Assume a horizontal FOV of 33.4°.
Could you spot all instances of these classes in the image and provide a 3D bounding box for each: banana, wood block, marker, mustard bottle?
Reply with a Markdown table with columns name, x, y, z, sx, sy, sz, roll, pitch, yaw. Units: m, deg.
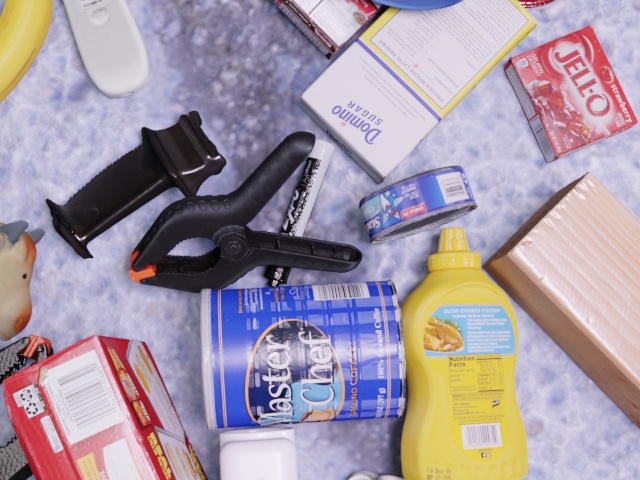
| name | x | y | z | sx | sy | sz | roll | pitch | yaw |
| --- | --- | --- | --- | --- | --- | --- | --- | --- | --- |
| banana | -0.261 | -0.142 | 0.827 | 0.069 | 0.037 | 0.198 | 28 | 82 | 7 |
| wood block | 0.232 | 0.058 | 0.802 | 0.090 | 0.090 | 0.206 | -43 | 87 | -8 |
| marker | -0.017 | -0.020 | 0.833 | 0.020 | 0.020 | 0.121 | 20 | 82 | -1 |
| mustard bottle | 0.105 | 0.085 | 0.805 | 0.096 | 0.058 | 0.191 | 1 | 82 | -23 |

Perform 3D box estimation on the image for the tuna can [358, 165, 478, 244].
| name | x | y | z | sx | sy | sz | roll | pitch | yaw |
| --- | --- | --- | --- | --- | --- | --- | --- | --- | --- |
| tuna can | 0.073 | -0.027 | 0.806 | 0.086 | 0.086 | 0.034 | -18 | 83 | -5 |

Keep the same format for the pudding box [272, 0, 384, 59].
| name | x | y | z | sx | sy | sz | roll | pitch | yaw |
| --- | --- | --- | --- | --- | --- | --- | --- | --- | --- |
| pudding box | 0.017 | -0.215 | 0.843 | 0.090 | 0.039 | 0.113 | 44 | 81 | -8 |

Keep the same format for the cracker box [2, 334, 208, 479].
| name | x | y | z | sx | sy | sz | roll | pitch | yaw |
| --- | --- | --- | --- | --- | --- | --- | --- | --- | --- |
| cracker box | -0.127 | 0.152 | 0.708 | 0.072 | 0.214 | 0.164 | -25 | 85 | -4 |

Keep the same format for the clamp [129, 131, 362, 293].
| name | x | y | z | sx | sy | sz | roll | pitch | yaw |
| --- | --- | --- | --- | --- | --- | --- | --- | --- | --- |
| clamp | -0.055 | 0.001 | 0.790 | 0.172 | 0.039 | 0.120 | -25 | 115 | 14 |

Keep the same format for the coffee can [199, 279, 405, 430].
| name | x | y | z | sx | sy | sz | roll | pitch | yaw |
| --- | --- | --- | --- | --- | --- | --- | --- | --- | --- |
| coffee can | -0.015 | 0.083 | 0.779 | 0.140 | 0.103 | 0.103 | -3 | 83 | -4 |

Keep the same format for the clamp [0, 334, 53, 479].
| name | x | y | z | sx | sy | sz | roll | pitch | yaw |
| --- | --- | --- | --- | --- | --- | --- | --- | --- | --- |
| clamp | -0.248 | 0.171 | 0.788 | 0.164 | 0.036 | 0.210 | 33 | 82 | 2 |

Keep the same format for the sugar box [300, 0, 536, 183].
| name | x | y | z | sx | sy | sz | roll | pitch | yaw |
| --- | --- | --- | --- | --- | --- | --- | --- | --- | --- |
| sugar box | 0.076 | -0.139 | 0.841 | 0.176 | 0.048 | 0.093 | -45 | 88 | -4 |

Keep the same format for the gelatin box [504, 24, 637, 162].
| name | x | y | z | sx | sy | sz | roll | pitch | yaw |
| --- | --- | --- | --- | --- | --- | --- | --- | --- | --- |
| gelatin box | 0.199 | -0.117 | 0.851 | 0.073 | 0.030 | 0.089 | -23 | 85 | -6 |
